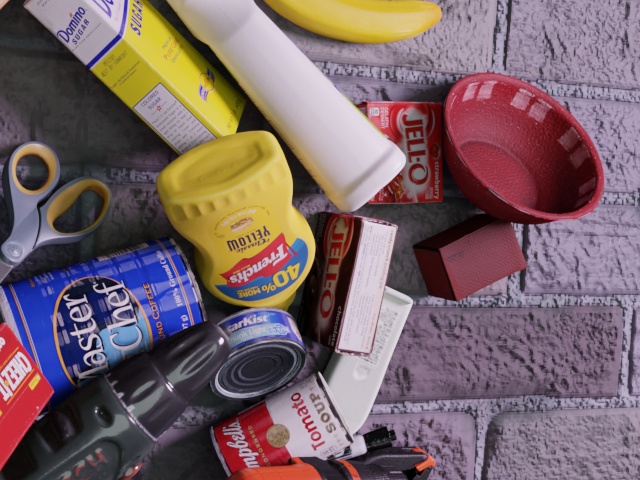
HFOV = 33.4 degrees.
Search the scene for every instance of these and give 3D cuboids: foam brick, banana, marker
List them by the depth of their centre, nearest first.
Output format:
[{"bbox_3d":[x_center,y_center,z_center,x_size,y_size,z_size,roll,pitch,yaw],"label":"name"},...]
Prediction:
[{"bbox_3d":[0.012,-0.205,0.899,0.197,0.037,0.069,21,87,-21],"label":"banana"},{"bbox_3d":[0.007,0.185,0.924,0.121,0.020,0.020,-16,100,-4],"label":"marker"},{"bbox_3d":[0.133,0.014,0.956,0.078,0.051,0.053,-24,101,-18],"label":"foam brick"}]

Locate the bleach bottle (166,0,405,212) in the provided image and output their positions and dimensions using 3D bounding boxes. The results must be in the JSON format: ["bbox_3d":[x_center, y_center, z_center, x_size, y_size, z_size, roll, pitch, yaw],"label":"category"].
[{"bbox_3d":[-0.041,-0.137,0.842,0.068,0.102,0.250,-42,101,1],"label":"bleach bottle"}]

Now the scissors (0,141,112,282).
[{"bbox_3d":[-0.234,-0.009,0.783,0.096,0.016,0.201,52,43,-1],"label":"scissors"}]

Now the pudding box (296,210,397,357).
[{"bbox_3d":[0.020,0.034,0.894,0.039,0.090,0.113,9,92,-22],"label":"pudding box"}]

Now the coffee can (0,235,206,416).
[{"bbox_3d":[-0.168,0.064,0.818,0.140,0.103,0.103,-18,100,-19],"label":"coffee can"}]

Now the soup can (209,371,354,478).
[{"bbox_3d":[-0.031,0.161,0.883,0.102,0.068,0.068,-28,104,-1],"label":"soup can"}]

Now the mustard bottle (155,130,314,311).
[{"bbox_3d":[-0.055,0.001,0.841,0.096,0.058,0.191,-23,142,-3],"label":"mustard bottle"}]

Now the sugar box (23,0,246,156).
[{"bbox_3d":[-0.136,-0.142,0.816,0.048,0.093,0.176,-36,111,20],"label":"sugar box"}]

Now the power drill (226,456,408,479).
[{"bbox_3d":[-0.022,0.261,0.864,0.184,0.057,0.188,9,108,-40],"label":"power drill"}]

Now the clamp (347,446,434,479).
[{"bbox_3d":[0.020,0.229,0.937,0.171,0.039,0.120,-41,116,-12],"label":"clamp"}]

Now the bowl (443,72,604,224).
[{"bbox_3d":[0.166,-0.070,0.936,0.162,0.055,0.162,15,51,-19],"label":"bowl"}]

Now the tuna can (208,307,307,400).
[{"bbox_3d":[-0.055,0.094,0.874,0.086,0.034,0.086,-14,142,-12],"label":"tuna can"}]

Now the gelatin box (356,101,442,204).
[{"bbox_3d":[0.070,-0.077,0.935,0.073,0.030,0.089,-2,96,-21],"label":"gelatin box"}]
